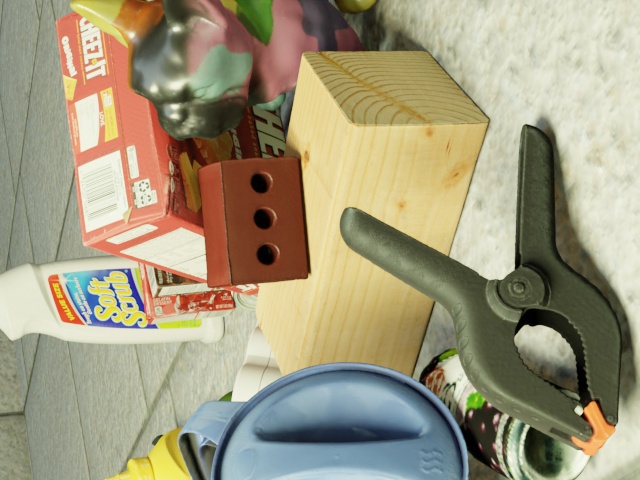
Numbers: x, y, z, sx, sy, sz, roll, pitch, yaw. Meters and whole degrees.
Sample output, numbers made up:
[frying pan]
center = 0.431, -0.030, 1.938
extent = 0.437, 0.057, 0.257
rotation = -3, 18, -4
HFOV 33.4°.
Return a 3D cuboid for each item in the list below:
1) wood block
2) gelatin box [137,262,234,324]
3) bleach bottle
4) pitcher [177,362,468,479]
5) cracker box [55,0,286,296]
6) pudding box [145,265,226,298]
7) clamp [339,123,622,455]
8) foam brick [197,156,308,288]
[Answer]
[wood block]
center = 0.025, -0.009, 0.689
extent = 0.091, 0.090, 0.206
rotation = -119, 33, -47
[gelatin box]
center = -0.137, 0.043, 1.082
extent = 0.030, 0.089, 0.073
rotation = 134, 128, -62
[bleach bottle]
center = -0.229, 0.067, 1.099
extent = 0.068, 0.250, 0.102
rotation = 171, 94, -68
[pitcher]
center = 0.012, 0.190, 0.630
extent = 0.243, 0.145, 0.149
rotation = 82, 169, -45
[cracker box]
center = -0.091, -0.061, 0.770
extent = 0.072, 0.213, 0.164
rotation = -18, 71, 22
[pudding box]
center = -0.132, -0.003, 1.062
extent = 0.039, 0.089, 0.113
rotation = 133, 128, -62
[clamp]
center = 0.102, 0.021, 0.533
extent = 0.171, 0.120, 0.039
rotation = 53, 175, 19
[foam brick]
center = -0.042, -0.011, 0.664
extent = 0.051, 0.052, 0.078
rotation = 166, 99, -68
